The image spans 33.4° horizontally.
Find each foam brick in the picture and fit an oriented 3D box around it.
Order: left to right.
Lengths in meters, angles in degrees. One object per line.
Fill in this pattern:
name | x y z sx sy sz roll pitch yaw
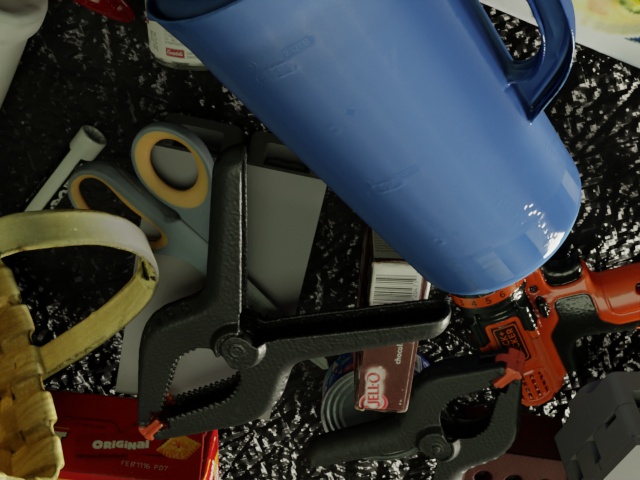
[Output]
foam brick | 0.137 0.160 0.778 0.078 0.051 0.053 7 119 -2

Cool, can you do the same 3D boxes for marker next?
marker | -0.182 -0.027 0.703 0.020 0.020 0.121 36 115 -17

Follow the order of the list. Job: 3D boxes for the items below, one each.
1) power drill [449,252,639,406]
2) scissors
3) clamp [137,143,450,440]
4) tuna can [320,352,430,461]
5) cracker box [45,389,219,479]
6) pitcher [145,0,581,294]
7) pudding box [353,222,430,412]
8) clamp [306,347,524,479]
power drill | 0.175 0.012 0.691 0.188 0.057 0.184 -19 121 16
scissors | -0.054 0.001 0.644 0.201 0.016 0.096 31 117 -14
clamp | -0.051 0.047 0.638 0.210 0.036 0.164 -37 109 26
tuna can | 0.043 0.115 0.766 0.086 0.033 0.086 1 120 2
cracker box | -0.157 0.198 0.767 0.164 0.072 0.214 5 137 1
pitcher | 0.044 -0.082 0.538 0.145 0.149 0.242 -47 125 -4
pudding box | 0.043 0.041 0.692 0.039 0.090 0.113 6 119 -3
clamp | 0.069 0.129 0.725 0.120 0.039 0.172 26 118 -7
